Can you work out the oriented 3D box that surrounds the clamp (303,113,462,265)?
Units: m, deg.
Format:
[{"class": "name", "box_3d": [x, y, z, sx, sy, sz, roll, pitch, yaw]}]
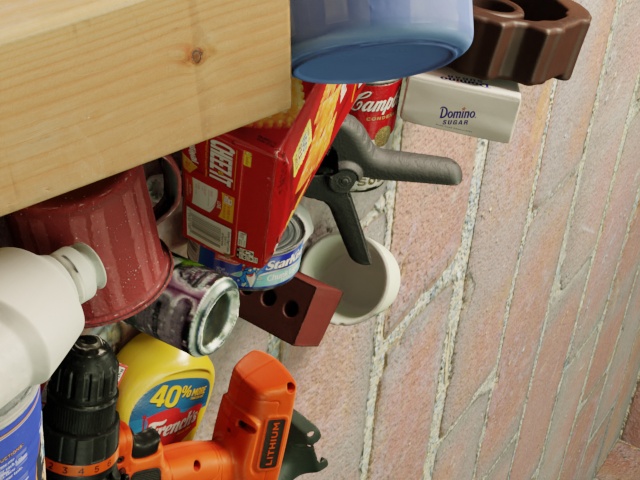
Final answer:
[{"class": "clamp", "box_3d": [0.015, -0.047, 0.849, 0.171, 0.039, 0.120, 26, 114, -22]}]

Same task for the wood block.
[{"class": "wood block", "box_3d": [-0.124, -0.084, 0.498, 0.205, 0.090, 0.091, -23, 135, -25]}]

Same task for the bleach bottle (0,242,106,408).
[{"class": "bleach bottle", "box_3d": [-0.211, 0.065, 0.495, 0.250, 0.103, 0.068, -35, 143, -38]}]

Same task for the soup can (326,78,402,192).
[{"class": "soup can", "box_3d": [0.028, -0.099, 0.880, 0.068, 0.069, 0.102, -35, 142, -47]}]

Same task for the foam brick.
[{"class": "foam brick", "box_3d": [-0.032, 0.049, 0.880, 0.051, 0.078, 0.053, 15, 99, -66]}]

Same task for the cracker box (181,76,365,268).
[{"class": "cracker box", "box_3d": [-0.015, -0.107, 0.709, 0.213, 0.072, 0.164, -62, 173, -26]}]

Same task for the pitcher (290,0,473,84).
[{"class": "pitcher", "box_3d": [0.008, -0.213, 0.566, 0.145, 0.149, 0.243, 94, -10, -87]}]

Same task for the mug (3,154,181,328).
[{"class": "mug", "box_3d": [-0.129, -0.015, 0.623, 0.117, 0.093, 0.081, -33, 136, -29]}]

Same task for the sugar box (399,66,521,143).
[{"class": "sugar box", "box_3d": [0.121, -0.137, 0.919, 0.176, 0.093, 0.048, -70, 172, -62]}]

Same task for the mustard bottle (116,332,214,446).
[{"class": "mustard bottle", "box_3d": [-0.126, 0.128, 0.791, 0.096, 0.058, 0.192, 7, 105, -53]}]

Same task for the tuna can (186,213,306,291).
[{"class": "tuna can", "box_3d": [-0.055, 0.001, 0.785, 0.086, 0.086, 0.034, -32, 140, -49]}]

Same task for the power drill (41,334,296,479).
[{"class": "power drill", "box_3d": [-0.106, 0.131, 0.719, 0.187, 0.057, 0.184, -10, 124, -39]}]

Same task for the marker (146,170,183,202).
[{"class": "marker", "box_3d": [-0.081, -0.045, 0.772, 0.120, 0.020, 0.020, -19, 129, -57]}]
